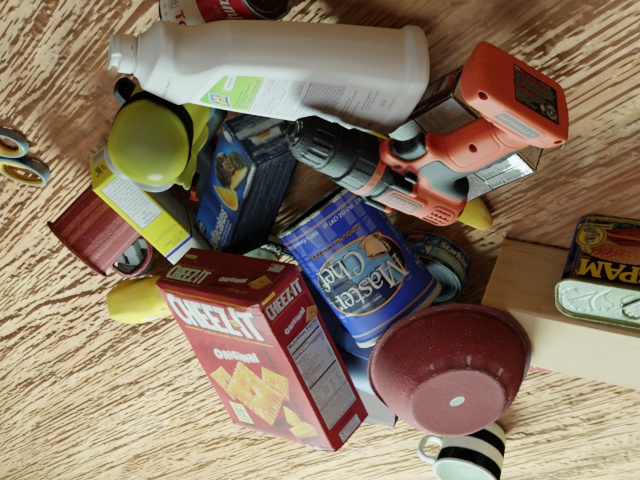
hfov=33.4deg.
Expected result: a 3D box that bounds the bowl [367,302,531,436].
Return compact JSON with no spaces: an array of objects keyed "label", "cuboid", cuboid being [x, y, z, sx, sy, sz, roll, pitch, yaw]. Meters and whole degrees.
[{"label":"bowl","cuboid":[0.127,0.137,1.022,0.162,0.055,0.162,-2,127,-3]}]

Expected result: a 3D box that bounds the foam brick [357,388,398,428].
[{"label":"foam brick","cuboid":[0.077,0.180,1.316,0.051,0.053,0.078,13,122,17]}]

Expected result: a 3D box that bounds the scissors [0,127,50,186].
[{"label":"scissors","cuboid":[-0.419,-0.115,1.286,0.202,0.016,0.096,18,144,11]}]

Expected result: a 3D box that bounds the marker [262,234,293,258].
[{"label":"marker","cuboid":[-0.058,0.002,1.210,0.121,0.020,0.020,19,146,10]}]

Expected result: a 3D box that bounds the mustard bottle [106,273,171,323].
[{"label":"mustard bottle","cuboid":[-0.170,0.061,1.304,0.192,0.058,0.096,-14,174,43]}]

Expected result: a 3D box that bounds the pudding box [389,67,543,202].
[{"label":"pudding box","cuboid":[0.128,-0.091,0.950,0.113,0.039,0.090,38,142,-23]}]

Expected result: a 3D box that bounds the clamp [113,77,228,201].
[{"label":"clamp","cuboid":[-0.133,-0.101,1.102,0.120,0.039,0.171,13,151,25]}]

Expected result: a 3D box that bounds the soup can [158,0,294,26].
[{"label":"soup can","cuboid":[-0.081,-0.204,0.902,0.102,0.068,0.068,-12,132,43]}]

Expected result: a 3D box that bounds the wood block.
[{"label":"wood block","cuboid":[0.270,0.075,1.039,0.206,0.090,0.091,11,144,21]}]

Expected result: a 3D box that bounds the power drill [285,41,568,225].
[{"label":"power drill","cuboid":[0.090,-0.086,0.865,0.184,0.057,0.188,20,148,-32]}]

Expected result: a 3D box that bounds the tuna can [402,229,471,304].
[{"label":"tuna can","cuboid":[0.113,0.029,1.126,0.086,0.033,0.086,17,146,12]}]

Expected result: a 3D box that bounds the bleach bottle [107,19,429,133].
[{"label":"bleach bottle","cuboid":[-0.045,-0.143,0.874,0.250,0.068,0.103,5,153,-17]}]

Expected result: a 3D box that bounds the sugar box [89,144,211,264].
[{"label":"sugar box","cuboid":[-0.178,-0.028,1.181,0.048,0.093,0.176,-38,118,7]}]

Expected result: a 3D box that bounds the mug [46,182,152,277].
[{"label":"mug","cuboid":[-0.244,-0.010,1.229,0.117,0.081,0.093,44,178,-6]}]

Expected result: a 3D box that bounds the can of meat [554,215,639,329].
[{"label":"can of meat","cuboid":[0.275,0.028,0.976,0.102,0.083,0.057,9,143,22]}]

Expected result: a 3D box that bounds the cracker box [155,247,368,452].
[{"label":"cracker box","cuboid":[-0.063,0.117,1.133,0.164,0.072,0.213,7,133,43]}]

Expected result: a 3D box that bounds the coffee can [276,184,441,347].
[{"label":"coffee can","cuboid":[0.038,0.020,1.058,0.140,0.102,0.103,53,141,-6]}]
